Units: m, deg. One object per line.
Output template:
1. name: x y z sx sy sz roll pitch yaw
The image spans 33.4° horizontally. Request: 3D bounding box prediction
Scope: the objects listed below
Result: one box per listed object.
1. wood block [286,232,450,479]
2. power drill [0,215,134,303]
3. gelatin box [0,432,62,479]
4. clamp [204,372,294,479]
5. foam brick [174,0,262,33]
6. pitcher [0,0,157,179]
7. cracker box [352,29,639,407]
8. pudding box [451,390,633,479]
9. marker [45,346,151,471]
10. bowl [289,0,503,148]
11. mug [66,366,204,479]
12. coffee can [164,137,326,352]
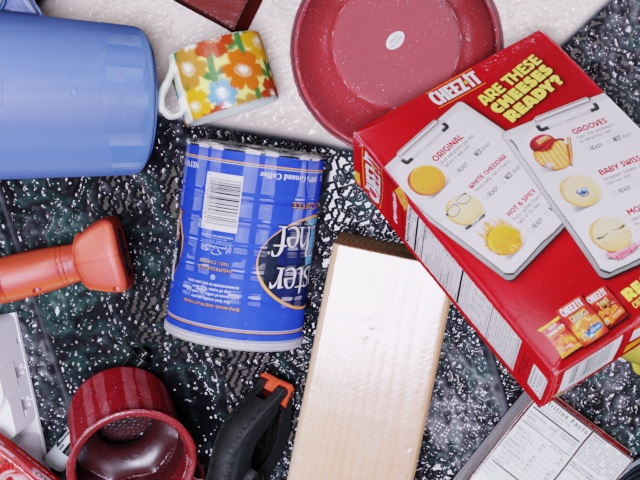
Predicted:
1. wood block: 0.036 0.107 0.789 0.091 0.090 0.206 12 97 4
2. power drill: -0.233 0.030 0.764 0.187 0.184 0.057 -12 95 -4
3. gelatin box: -0.240 0.195 0.785 0.073 0.030 0.089 39 97 -1
4. clamp: -0.062 0.188 0.814 0.039 0.120 0.171 25 79 22
5. foam brick: -0.082 -0.192 0.785 0.078 0.053 0.051 29 97 1
6. pitcher: -0.241 -0.112 0.737 0.242 0.145 0.149 0 137 -20
7. cracker box: 0.147 -0.019 0.712 0.164 0.072 0.214 -30 63 -16
8. pudding box: 0.166 0.177 0.812 0.090 0.039 0.113 38 95 0
9. marker: -0.174 0.132 0.842 0.020 0.020 0.121 39 97 -1
10. bowl: 0.055 -0.141 0.779 0.162 0.055 0.162 0 95 4
11. mug: -0.136 0.152 0.803 0.117 0.081 0.093 31 100 -26
12. coffee can: -0.055 0.001 0.778 0.103 0.103 0.140 8 96 3
